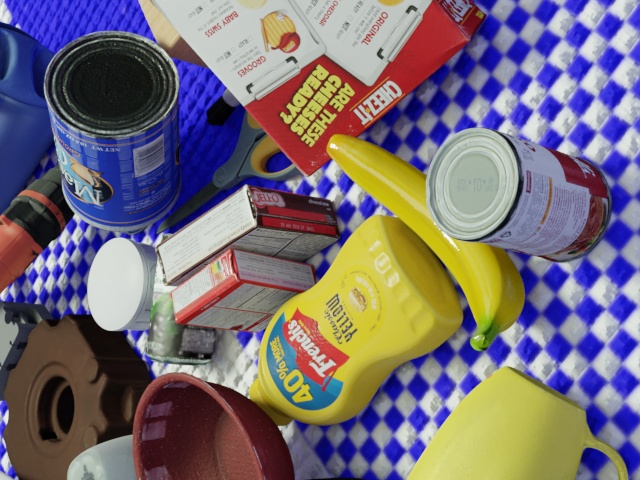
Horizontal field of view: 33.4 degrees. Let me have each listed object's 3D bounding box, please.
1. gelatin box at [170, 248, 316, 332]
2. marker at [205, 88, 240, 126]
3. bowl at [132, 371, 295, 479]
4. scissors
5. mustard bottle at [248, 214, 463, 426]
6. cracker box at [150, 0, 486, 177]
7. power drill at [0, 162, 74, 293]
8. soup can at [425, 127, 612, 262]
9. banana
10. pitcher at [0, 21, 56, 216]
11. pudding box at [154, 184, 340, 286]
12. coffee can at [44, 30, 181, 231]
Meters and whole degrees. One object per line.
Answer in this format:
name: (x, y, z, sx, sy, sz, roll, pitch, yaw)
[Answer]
gelatin box: (-0.056, 0.039, 0.803, 0.073, 0.089, 0.030, -34, 60, 35)
marker: (-0.056, -0.137, 0.881, 0.121, 0.020, 0.020, -44, 56, 30)
bowl: (-0.068, 0.167, 0.765, 0.162, 0.055, 0.162, 15, 111, 45)
scissors: (-0.075, -0.073, 0.892, 0.202, 0.016, 0.096, -17, 70, 41)
mustard bottle: (0.009, 0.075, 0.757, 0.192, 0.058, 0.096, -45, 60, 29)
cracker box: (-0.017, -0.178, 0.742, 0.213, 0.072, 0.164, 48, 124, -7)
power drill: (-0.303, 0.008, 1.028, 0.188, 0.057, 0.184, -34, 16, 50)
soup can: (0.119, -0.026, 0.638, 0.069, 0.102, 0.068, -9, 77, 43)
banana: (0.077, -0.007, 0.698, 0.037, 0.069, 0.198, -55, 50, 24)
pitcher: (-0.354, -0.088, 1.076, 0.243, 0.148, 0.145, -52, 52, 28)
pudding box: (-0.055, 0.001, 0.809, 0.114, 0.089, 0.039, -33, 62, 36)
coffee can: (-0.165, -0.086, 0.868, 0.140, 0.102, 0.103, 102, 151, -60)
